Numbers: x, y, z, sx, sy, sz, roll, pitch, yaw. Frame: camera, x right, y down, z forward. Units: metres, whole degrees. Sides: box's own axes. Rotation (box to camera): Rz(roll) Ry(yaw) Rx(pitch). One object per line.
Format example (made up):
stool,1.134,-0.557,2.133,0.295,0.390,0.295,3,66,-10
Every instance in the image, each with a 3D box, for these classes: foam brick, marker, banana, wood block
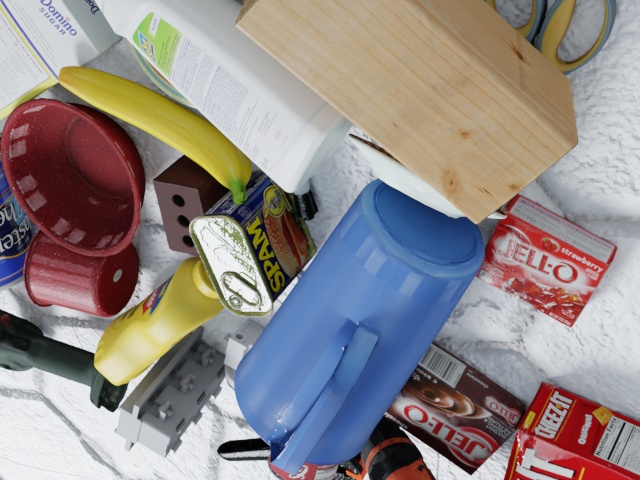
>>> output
foam brick,-0.110,-0.030,0.960,0.053,0.051,0.078,11,129,28
marker,-0.024,-0.070,0.894,0.020,0.020,0.121,5,126,32
banana,-0.130,-0.098,0.912,0.198,0.069,0.037,32,104,9
wood block,0.059,-0.119,0.679,0.206,0.090,0.090,37,123,-18

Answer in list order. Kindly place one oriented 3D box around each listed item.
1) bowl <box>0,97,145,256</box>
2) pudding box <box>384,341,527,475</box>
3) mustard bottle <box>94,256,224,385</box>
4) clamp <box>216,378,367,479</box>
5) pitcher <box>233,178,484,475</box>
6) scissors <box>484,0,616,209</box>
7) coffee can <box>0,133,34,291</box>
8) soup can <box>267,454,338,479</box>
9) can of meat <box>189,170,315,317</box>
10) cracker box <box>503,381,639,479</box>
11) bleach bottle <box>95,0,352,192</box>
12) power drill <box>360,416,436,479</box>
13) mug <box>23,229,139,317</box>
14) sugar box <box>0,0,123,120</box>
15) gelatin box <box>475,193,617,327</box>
bowl,-0.220,-0.067,1.000,0.162,0.055,0.162,16,126,23
pudding box,0.115,0.149,0.956,0.113,0.039,0.090,35,136,6
mustard bottle,-0.140,0.065,1.021,0.058,0.096,0.192,46,130,-9
clamp,-0.031,0.196,1.094,0.172,0.039,0.120,11,128,18
pitcher,0.029,0.072,0.868,0.149,0.144,0.243,60,136,32
scissors,0.133,-0.111,0.755,0.096,0.016,0.202,33,135,4
coffee can,-0.354,-0.029,1.093,0.103,0.102,0.140,14,130,25
soup can,-0.006,0.177,1.020,0.069,0.068,0.102,22,113,19
can of meat,-0.056,0.001,0.925,0.058,0.083,0.102,-2,121,35
cracker box,0.260,0.235,0.900,0.214,0.072,0.164,22,132,20
bleach bottle,-0.087,-0.151,0.807,0.251,0.068,0.103,42,145,6
power drill,0.104,0.257,0.993,0.057,0.184,0.187,-35,120,3
mug,-0.233,0.035,1.080,0.082,0.093,0.117,12,160,21
sugar box,-0.261,-0.180,0.954,0.177,0.048,0.093,-20,110,38
gelatin box,0.171,0.016,0.819,0.089,0.030,0.073,29,135,12
